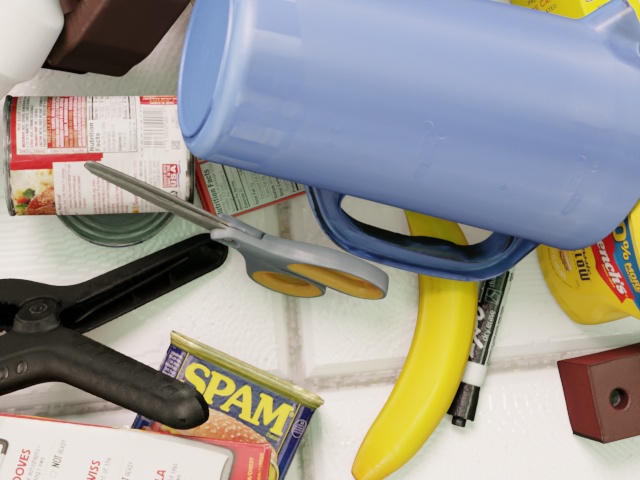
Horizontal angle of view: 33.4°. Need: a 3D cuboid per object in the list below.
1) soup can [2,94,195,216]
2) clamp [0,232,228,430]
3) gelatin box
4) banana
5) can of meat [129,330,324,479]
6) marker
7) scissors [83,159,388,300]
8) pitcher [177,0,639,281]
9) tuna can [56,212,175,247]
[{"bbox_3d":[-0.124,-0.049,0.604,0.102,0.068,0.068,-2,86,-10],"label":"soup can"},{"bbox_3d":[-0.152,0.047,0.619,0.210,0.164,0.036,-1,122,8],"label":"clamp"},{"bbox_3d":[-0.040,-0.057,0.675,0.089,0.030,0.073,-19,91,-11],"label":"gelatin box"},{"bbox_3d":[0.064,0.060,0.684,0.069,0.037,0.198,5,84,8],"label":"banana"},{"bbox_3d":[-0.062,0.113,0.646,0.102,0.057,0.084,25,85,-7],"label":"can of meat"},{"bbox_3d":[0.106,0.062,0.697,0.020,0.020,0.121,17,83,-9],"label":"marker"},{"bbox_3d":[-0.054,0.001,0.619,0.201,0.096,0.016,20,70,-24],"label":"scissors"},{"bbox_3d":[0.048,-0.068,0.585,0.242,0.145,0.149,9,78,-21],"label":"pitcher"},{"bbox_3d":[-0.125,-0.038,0.656,0.086,0.034,0.086,1,86,-10],"label":"tuna can"}]
